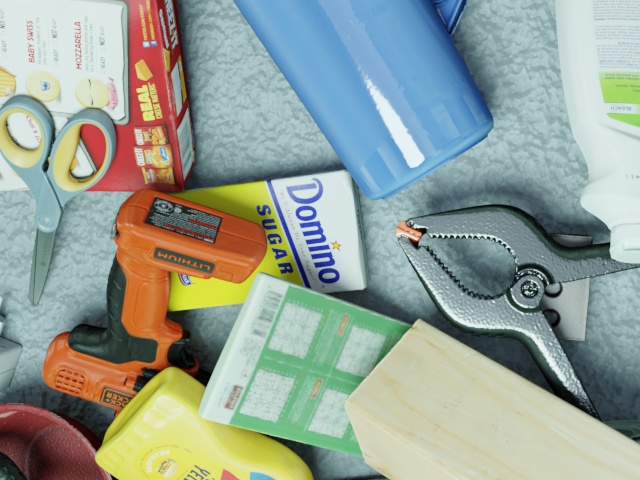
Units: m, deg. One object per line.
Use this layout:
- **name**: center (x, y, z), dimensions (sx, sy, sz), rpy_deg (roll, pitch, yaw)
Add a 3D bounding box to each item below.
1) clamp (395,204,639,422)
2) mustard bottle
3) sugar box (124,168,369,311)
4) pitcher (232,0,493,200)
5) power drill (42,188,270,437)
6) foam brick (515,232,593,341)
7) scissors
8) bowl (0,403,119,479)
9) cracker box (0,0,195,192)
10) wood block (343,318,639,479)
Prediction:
- **clamp**: center (0.146, 0.044, 0.744), dimensions (0.210, 0.036, 0.164), rpy_deg (18, 90, 7)
- **mustard bottle**: center (-0.062, 0.179, 0.781), dimensions (0.191, 0.058, 0.096), rpy_deg (38, 117, -13)
- **sugar box**: center (-0.055, 0.001, 0.821), dimensions (0.176, 0.048, 0.093), rpy_deg (-8, 94, 11)
- **pitcher**: center (0.029, -0.161, 0.765), dimensions (0.149, 0.144, 0.243), rpy_deg (-30, 92, 42)
- **power drill**: center (-0.101, 0.065, 0.785), dimensions (0.184, 0.057, 0.188), rpy_deg (17, 122, -8)
- **foam brick**: center (0.170, 0.033, 0.787), dimensions (0.053, 0.051, 0.078), rpy_deg (3, 94, 9)
- **scissors**: center (-0.220, -0.032, 0.804), dimensions (0.096, 0.016, 0.202), rpy_deg (30, 126, -14)
- **bowl**: center (-0.211, 0.196, 0.838), dimensions (0.162, 0.055, 0.162), rpy_deg (5, 104, 22)
- **cracker box**: center (-0.208, -0.121, 0.789), dimensions (0.214, 0.072, 0.164), rpy_deg (1, 127, 7)
- **wood block**: center (0.128, 0.152, 0.726), dimensions (0.206, 0.091, 0.090), rpy_deg (29, 64, 34)
